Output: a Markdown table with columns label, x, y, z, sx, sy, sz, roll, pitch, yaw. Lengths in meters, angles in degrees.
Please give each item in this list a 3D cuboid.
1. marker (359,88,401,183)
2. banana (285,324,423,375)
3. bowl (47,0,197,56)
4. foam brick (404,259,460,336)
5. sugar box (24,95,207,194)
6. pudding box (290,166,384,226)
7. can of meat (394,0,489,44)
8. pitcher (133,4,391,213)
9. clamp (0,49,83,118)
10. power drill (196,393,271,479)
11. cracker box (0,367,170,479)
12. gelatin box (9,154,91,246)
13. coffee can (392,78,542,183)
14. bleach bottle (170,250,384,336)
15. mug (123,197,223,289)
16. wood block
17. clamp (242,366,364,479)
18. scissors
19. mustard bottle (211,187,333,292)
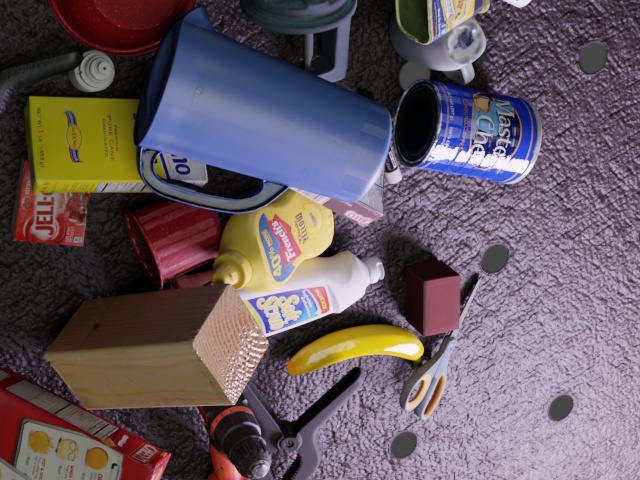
| label | x | y | z | sx | sy | sz | roll | pitch | yaw |
| --- | --- | --- | --- | --- | --- | --- | --- | --- | --- |
| marker | 0.068 | -0.121 | 1.238 | 0.020 | 0.020 | 0.121 | -28 | 119 | -12 |
| banana | 0.054 | 0.137 | 1.324 | 0.197 | 0.037 | 0.070 | 3 | 109 | -25 |
| bowl | -0.187 | -0.257 | 1.050 | 0.161 | 0.055 | 0.162 | -9 | 113 | -21 |
| foam brick | 0.139 | 0.071 | 1.328 | 0.051 | 0.053 | 0.078 | -11 | 115 | -20 |
| sugar box | -0.207 | -0.097 | 1.088 | 0.176 | 0.048 | 0.093 | -3 | 76 | -22 |
| pudding box | 0.021 | -0.079 | 1.195 | 0.113 | 0.090 | 0.039 | 28 | 139 | -31 |
| can of meat | 0.122 | -0.259 | 1.080 | 0.083 | 0.057 | 0.102 | -36 | 143 | -22 |
| pitcher | -0.060 | -0.112 | 1.065 | 0.242 | 0.145 | 0.149 | 18 | 140 | -19 |
| clamp | -0.314 | -0.158 | 1.030 | 0.120 | 0.039 | 0.171 | 35 | 98 | -2 |
| power drill | -0.097 | 0.256 | 1.232 | 0.057 | 0.185 | 0.188 | -15 | 125 | -18 |
| cracker box | -0.290 | 0.256 | 1.141 | 0.214 | 0.072 | 0.164 | 26 | 100 | 6 |
| gelatin box | -0.279 | -0.041 | 1.110 | 0.073 | 0.030 | 0.089 | 6 | 107 | -26 |
| coffee can | 0.169 | -0.125 | 1.233 | 0.140 | 0.103 | 0.103 | 7 | 107 | -26 |
| bleach bottle | -0.043 | 0.057 | 1.230 | 0.250 | 0.068 | 0.103 | -15 | 134 | -20 |
| mug | -0.150 | 0.004 | 1.143 | 0.081 | 0.093 | 0.117 | -25 | 79 | -19 |
| wood block | -0.171 | 0.113 | 1.112 | 0.090 | 0.206 | 0.090 | 60 | 40 | -29 |
| clamp | -0.031 | 0.235 | 1.311 | 0.164 | 0.036 | 0.210 | -2 | 117 | -6 |
| scissors | 0.151 | 0.140 | 1.366 | 0.096 | 0.016 | 0.202 | -3 | 114 | -51 |
| mustard bottle | -0.057 | 0.001 | 1.151 | 0.191 | 0.058 | 0.096 | -40 | 122 | -49 |
